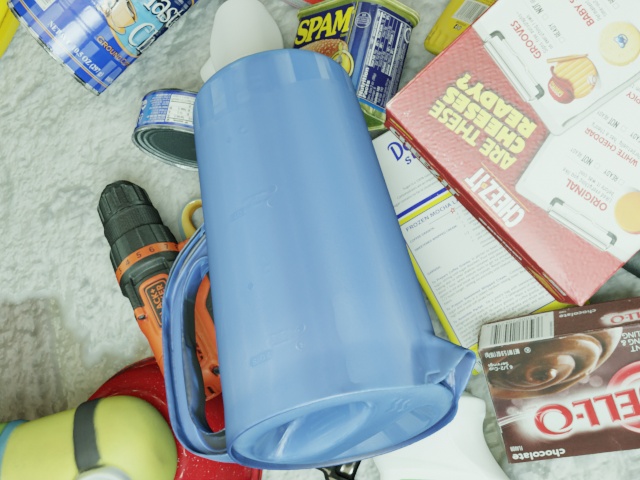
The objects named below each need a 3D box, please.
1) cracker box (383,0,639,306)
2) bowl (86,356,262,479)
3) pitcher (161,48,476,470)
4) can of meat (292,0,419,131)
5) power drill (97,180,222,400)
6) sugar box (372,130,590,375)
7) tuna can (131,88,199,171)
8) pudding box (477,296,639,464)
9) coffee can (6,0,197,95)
[{"bbox_3d":[0.169,-0.091,0.645,0.213,0.072,0.164,-44,86,-1],"label":"cracker box"},{"bbox_3d":[-0.124,0.155,0.751,0.162,0.055,0.162,-6,71,19],"label":"bowl"},{"bbox_3d":[-0.018,0.012,0.651,0.149,0.145,0.243,-2,61,-20],"label":"pitcher"},{"bbox_3d":[0.017,-0.125,0.774,0.102,0.057,0.084,0,73,55],"label":"can of meat"},{"bbox_3d":[-0.055,0.001,0.760,0.187,0.057,0.184,-28,65,0],"label":"power drill"},{"bbox_3d":[0.100,-0.008,0.729,0.093,0.048,0.176,-29,62,8],"label":"sugar box"},{"bbox_3d":[-0.096,-0.082,0.802,0.086,0.086,0.033,5,73,21],"label":"tuna can"},{"bbox_3d":[0.161,0.086,0.652,0.114,0.090,0.039,-10,25,19],"label":"pudding box"},{"bbox_3d":[-0.164,-0.201,0.856,0.140,0.102,0.103,-43,64,3],"label":"coffee can"}]
